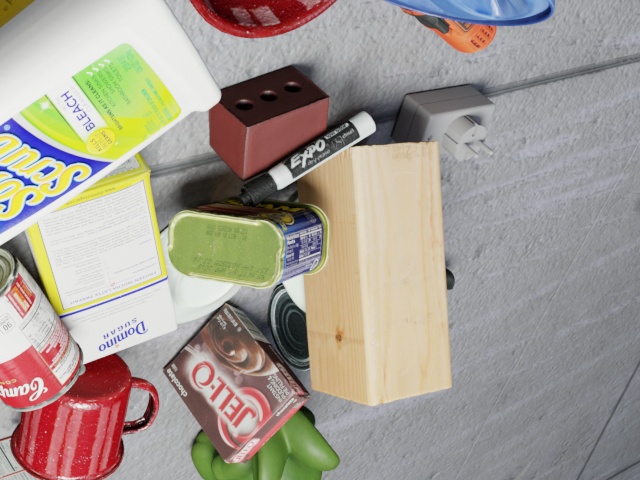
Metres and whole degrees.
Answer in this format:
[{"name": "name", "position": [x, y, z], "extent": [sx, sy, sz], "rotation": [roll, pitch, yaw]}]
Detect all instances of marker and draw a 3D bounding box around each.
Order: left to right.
[{"name": "marker", "position": [-0.011, -0.061, 0.811], "extent": [0.121, 0.020, 0.020], "rotation": [-33, 144, -17]}]

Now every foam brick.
[{"name": "foam brick", "position": [-0.040, -0.091, 0.816], "extent": [0.078, 0.053, 0.051], "rotation": [-25, 141, -28]}]

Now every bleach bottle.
[{"name": "bleach bottle", "position": [-0.175, -0.035, 0.548], "extent": [0.250, 0.068, 0.102], "rotation": [-41, 146, -6]}]

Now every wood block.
[{"name": "wood block", "position": [0.044, 0.023, 0.894], "extent": [0.090, 0.091, 0.206], "rotation": [-7, 97, -34]}]

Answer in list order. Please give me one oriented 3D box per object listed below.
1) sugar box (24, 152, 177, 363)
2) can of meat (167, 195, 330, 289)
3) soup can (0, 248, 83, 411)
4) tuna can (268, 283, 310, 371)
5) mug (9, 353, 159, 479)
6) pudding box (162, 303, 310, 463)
[{"name": "sugar box", "position": [-0.165, 0.014, 0.797], "extent": [0.093, 0.048, 0.176], "rotation": [-19, 141, -17]}, {"name": "can of meat", "position": [-0.055, 0.001, 0.819], "extent": [0.083, 0.102, 0.057], "rotation": [-19, 115, -65]}, {"name": "soup can", "position": [-0.220, 0.063, 0.750], "extent": [0.068, 0.069, 0.102], "rotation": [-35, 132, -13]}, {"name": "tuna can", "position": [-0.012, 0.077, 0.991], "extent": [0.033, 0.086, 0.086], "rotation": [-13, 135, -35]}, {"name": "mug", "position": [-0.187, 0.136, 0.865], "extent": [0.117, 0.093, 0.082], "rotation": [2, 122, -25]}, {"name": "pudding box", "position": [-0.075, 0.127, 0.948], "extent": [0.090, 0.114, 0.039], "rotation": [-46, 149, 9]}]
